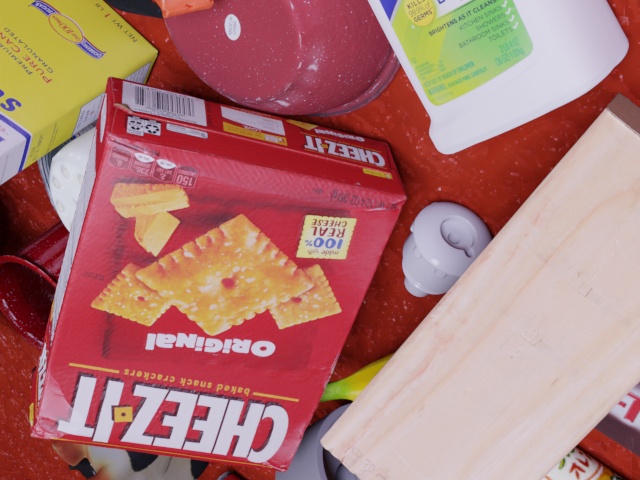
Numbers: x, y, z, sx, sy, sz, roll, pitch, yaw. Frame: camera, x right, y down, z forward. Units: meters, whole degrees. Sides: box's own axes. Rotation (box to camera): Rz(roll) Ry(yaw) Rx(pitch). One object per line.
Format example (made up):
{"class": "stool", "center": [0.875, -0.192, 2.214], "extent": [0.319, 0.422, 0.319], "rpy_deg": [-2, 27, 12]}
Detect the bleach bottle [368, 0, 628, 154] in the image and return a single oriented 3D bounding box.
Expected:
{"class": "bleach bottle", "center": [0.036, -0.168, 0.482], "extent": [0.103, 0.068, 0.251], "rpy_deg": [-23, 104, 46]}

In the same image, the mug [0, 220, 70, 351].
{"class": "mug", "center": [-0.195, 0.034, 0.819], "extent": [0.093, 0.081, 0.117], "rpy_deg": [48, 139, -2]}

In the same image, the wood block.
{"class": "wood block", "center": [0.104, 0.041, 0.507], "extent": [0.090, 0.090, 0.206], "rpy_deg": [41, 112, 8]}

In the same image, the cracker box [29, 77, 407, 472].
{"class": "cracker box", "center": [-0.066, 0.030, 0.615], "extent": [0.164, 0.072, 0.214], "rpy_deg": [12, 121, -16]}

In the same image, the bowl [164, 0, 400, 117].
{"class": "bowl", "center": [-0.034, -0.128, 0.577], "extent": [0.162, 0.055, 0.162], "rpy_deg": [22, 134, 24]}

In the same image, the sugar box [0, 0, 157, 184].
{"class": "sugar box", "center": [-0.191, -0.094, 0.641], "extent": [0.093, 0.176, 0.048], "rpy_deg": [42, 139, 4]}
